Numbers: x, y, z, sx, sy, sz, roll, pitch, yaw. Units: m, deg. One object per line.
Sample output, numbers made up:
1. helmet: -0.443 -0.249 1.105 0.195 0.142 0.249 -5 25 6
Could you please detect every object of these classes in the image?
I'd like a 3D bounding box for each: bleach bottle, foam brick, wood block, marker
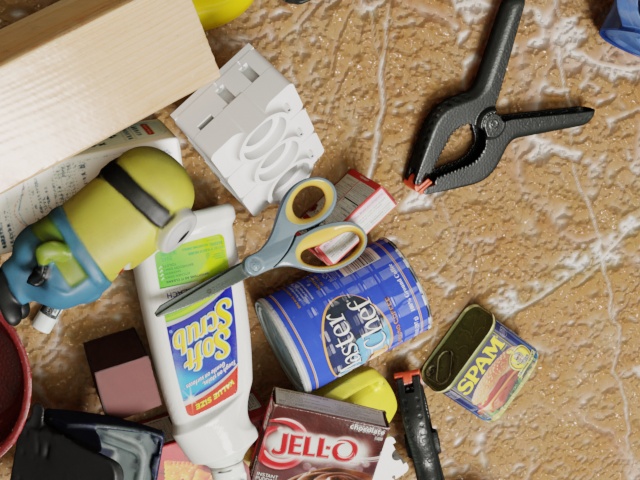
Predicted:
1. bleach bottle: -0.102 0.099 0.972 0.102 0.068 0.251 -14 94 -16
2. foam brick: -0.182 0.122 0.979 0.051 0.078 0.053 -16 111 -15
3. wood block: -0.196 -0.129 0.830 0.205 0.090 0.091 -31 123 -17
4. marker: -0.224 0.029 0.966 0.020 0.020 0.121 29 94 -26

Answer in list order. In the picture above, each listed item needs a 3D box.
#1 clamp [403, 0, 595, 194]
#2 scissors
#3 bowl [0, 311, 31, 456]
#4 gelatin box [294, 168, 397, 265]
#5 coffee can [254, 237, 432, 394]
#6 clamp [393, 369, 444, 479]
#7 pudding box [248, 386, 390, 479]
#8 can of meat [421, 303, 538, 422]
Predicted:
1. clamp: 0.162 -0.130 1.058 0.210 0.036 0.164 -37 116 -7
2. scissors: -0.056 0.001 0.946 0.201 0.016 0.096 -11 89 -16
3. bowl: -0.310 0.117 0.916 0.162 0.055 0.162 1 93 12
4. gelatin box: 0.021 -0.022 1.016 0.089 0.073 0.030 -44 116 -4
5. coffee can: 0.022 0.073 1.030 0.140 0.103 0.103 -27 114 -12
6. clamp: 0.109 0.217 1.126 0.039 0.120 0.171 -10 91 1
7. pudding box: -0.002 0.192 0.991 0.113 0.039 0.090 12 112 -10
8. can of meat: 0.171 0.132 1.133 0.083 0.057 0.102 35 91 -29
